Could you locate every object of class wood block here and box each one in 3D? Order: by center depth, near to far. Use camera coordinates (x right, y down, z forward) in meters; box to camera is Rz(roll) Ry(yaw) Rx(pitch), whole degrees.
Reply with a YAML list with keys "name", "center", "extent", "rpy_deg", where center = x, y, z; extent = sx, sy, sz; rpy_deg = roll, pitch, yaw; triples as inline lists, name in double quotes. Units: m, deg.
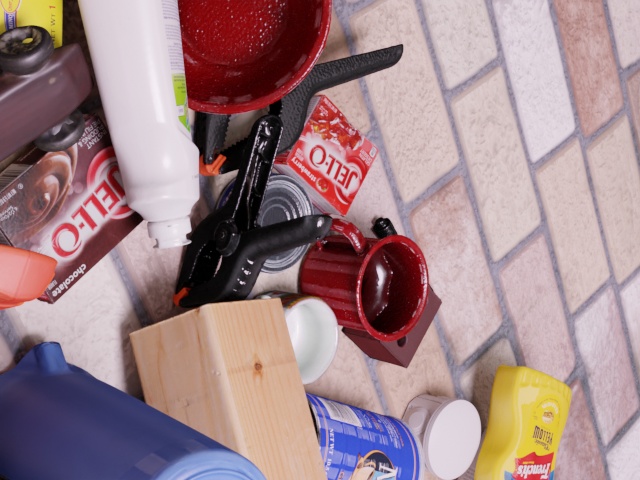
- name: "wood block"
  center: [-0.063, 0.156, 0.811]
  extent: [0.090, 0.090, 0.206]
  rpy_deg: [-1, 74, -53]

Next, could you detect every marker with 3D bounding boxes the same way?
- name: "marker"
  center: [0.084, 0.023, 1.036]
  extent: [0.020, 0.020, 0.121]
  rpy_deg: [-51, 126, -25]

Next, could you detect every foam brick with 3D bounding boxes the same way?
- name: "foam brick"
  center: [0.069, 0.071, 1.006]
  extent: [0.053, 0.051, 0.078]
  rpy_deg: [45, 66, -37]

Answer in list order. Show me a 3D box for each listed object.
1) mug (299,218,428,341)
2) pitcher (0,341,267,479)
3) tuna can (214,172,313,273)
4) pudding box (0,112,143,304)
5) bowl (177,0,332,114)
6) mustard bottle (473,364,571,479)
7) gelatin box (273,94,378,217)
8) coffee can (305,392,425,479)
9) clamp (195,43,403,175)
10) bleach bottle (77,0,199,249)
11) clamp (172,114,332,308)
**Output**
- name: "mug"
  center: [0.031, 0.029, 0.944]
  extent: [0.093, 0.082, 0.117]
  rpy_deg: [-49, 125, -28]
- name: "pitcher"
  center: [-0.137, 0.173, 0.698]
  extent: [0.145, 0.243, 0.149]
  rpy_deg: [-51, 122, -22]
- name: "tuna can"
  center: [-0.046, -0.015, 0.900]
  extent: [0.085, 0.034, 0.086]
  rpy_deg: [-7, 101, -42]
- name: "pudding box"
  center: [-0.184, -0.025, 0.766]
  extent: [0.113, 0.039, 0.090]
  rpy_deg: [-46, 124, -28]
- name: "bowl"
  center: [-0.071, -0.177, 0.807]
  extent: [0.162, 0.055, 0.162]
  rpy_deg: [0, 100, 2]
- name: "mustard bottle"
  center: [0.201, 0.230, 1.091]
  extent: [0.096, 0.058, 0.191]
  rpy_deg: [28, 71, -39]
- name: "gelatin box"
  center: [0.005, -0.074, 0.941]
  extent: [0.089, 0.030, 0.073]
  rpy_deg: [42, 68, -38]
- name: "coffee can"
  center: [0.009, 0.191, 0.933]
  extent: [0.140, 0.103, 0.103]
  rpy_deg: [24, 80, -42]
- name: "clamp"
  center: [-0.042, -0.145, 0.875]
  extent: [0.164, 0.036, 0.209]
  rpy_deg: [47, 72, -19]
- name: "bleach bottle"
  center: [-0.124, -0.118, 0.738]
  extent: [0.102, 0.068, 0.251]
  rpy_deg: [-58, 140, -79]
- name: "clamp"
  center: [-0.055, 0.001, 0.821]
  extent: [0.039, 0.120, 0.172]
  rpy_deg: [12, 121, -35]
